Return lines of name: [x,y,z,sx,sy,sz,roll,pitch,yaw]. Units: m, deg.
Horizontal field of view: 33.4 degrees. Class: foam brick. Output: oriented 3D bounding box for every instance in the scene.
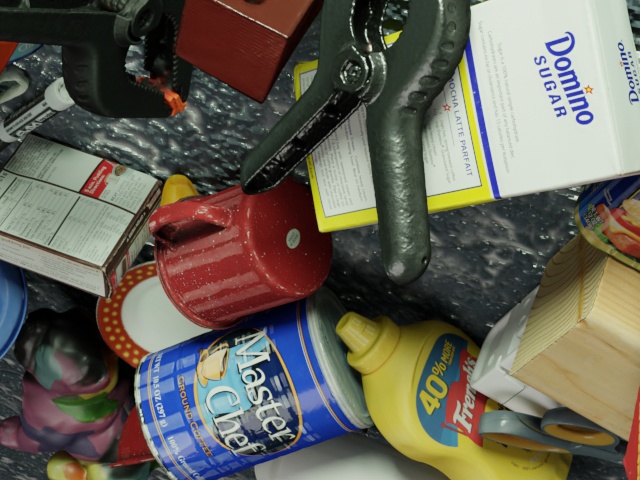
foam brick: [-0.029,-0.119,0.523,0.053,0.078,0.051,28,148,-1]

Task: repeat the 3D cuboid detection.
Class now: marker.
marker: [-0.203,-0.084,0.739,0.020,0.020,0.121,44,143,-23]

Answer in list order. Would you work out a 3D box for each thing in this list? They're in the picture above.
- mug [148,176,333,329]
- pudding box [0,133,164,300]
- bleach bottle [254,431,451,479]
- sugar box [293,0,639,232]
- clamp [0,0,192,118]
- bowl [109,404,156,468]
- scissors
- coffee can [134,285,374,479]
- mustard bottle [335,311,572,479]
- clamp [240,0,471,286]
mug: [-0.054,0.001,0.683,0.082,0.093,0.117,-18,146,41]
pudding box: [-0.177,-0.019,0.745,0.113,0.090,0.039,18,145,12]
bleach bottle: [0.080,0.201,0.804,0.251,0.068,0.102,14,149,21]
sugar box: [0.068,-0.062,0.524,0.177,0.048,0.093,-9,91,40]
clamp: [-0.098,-0.130,0.541,0.036,0.164,0.210,33,172,17]
bowl: [-0.103,0.151,0.907,0.162,0.055,0.162,-11,172,-2]
scissors: [0.200,0.133,0.692,0.201,0.016,0.096,13,158,-18]
coffee can: [-0.044,0.104,0.749,0.140,0.103,0.102,-22,128,14]
mustard bottle: [0.087,0.111,0.731,0.191,0.096,0.058,38,147,-16]
clamp: [0.031,-0.067,0.499,0.120,0.039,0.172,38,118,27]
